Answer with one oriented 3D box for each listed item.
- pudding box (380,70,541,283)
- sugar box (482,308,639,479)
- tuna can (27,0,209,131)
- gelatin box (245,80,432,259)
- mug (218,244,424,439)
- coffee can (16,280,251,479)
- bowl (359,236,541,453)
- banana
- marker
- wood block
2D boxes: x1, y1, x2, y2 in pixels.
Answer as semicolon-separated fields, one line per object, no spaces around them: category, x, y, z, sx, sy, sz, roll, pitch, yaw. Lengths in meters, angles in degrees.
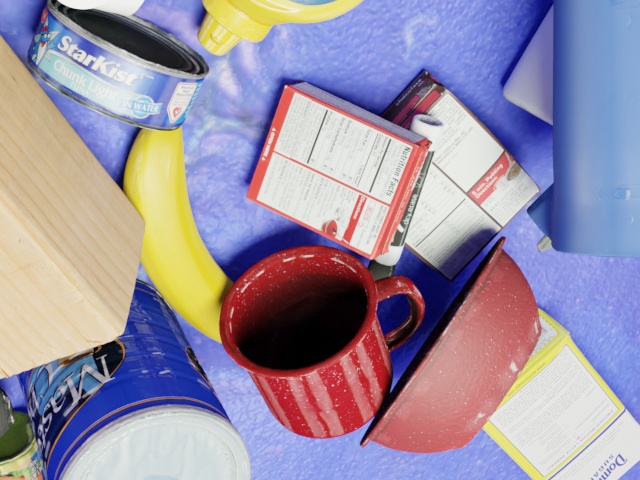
pudding box;0.074;-0.038;0.674;0.090;0.039;0.113;-46;124;8
sugar box;0.181;0.136;0.820;0.093;0.048;0.176;-42;130;1
tuna can;-0.101;-0.089;0.532;0.086;0.086;0.034;17;111;-32
gelatin box;0.010;-0.041;0.615;0.030;0.089;0.073;-32;145;-65
mug;0.007;0.058;0.630;0.117;0.093;0.081;-26;137;-4
coffee can;-0.110;0.097;0.600;0.102;0.140;0.103;-12;122;-19
bowl;0.091;0.078;0.675;0.055;0.162;0.162;34;103;6
banana;-0.071;0.005;0.630;0.069;0.037;0.198;-25;125;-11
marker;0.047;-0.017;0.639;0.020;0.020;0.121;3;118;-27
wood block;-0.179;-0.037;0.506;0.091;0.090;0.206;-19;129;18
